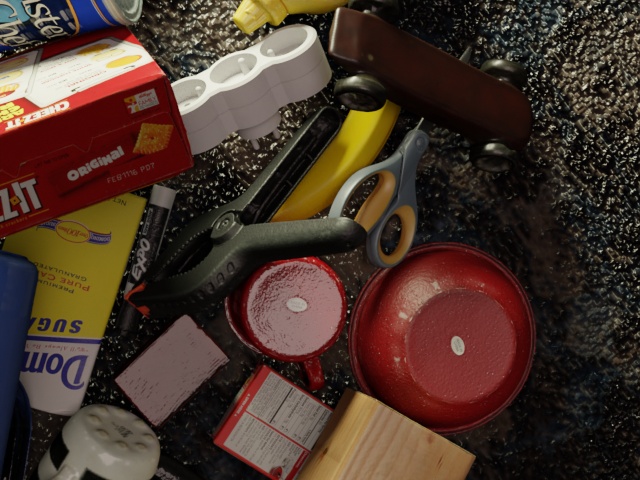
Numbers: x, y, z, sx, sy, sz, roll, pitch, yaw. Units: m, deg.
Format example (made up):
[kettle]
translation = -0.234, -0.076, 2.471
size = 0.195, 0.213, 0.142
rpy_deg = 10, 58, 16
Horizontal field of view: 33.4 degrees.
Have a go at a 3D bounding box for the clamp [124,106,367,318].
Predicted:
[clamp]
translation = -0.055, 0.001, 0.780
size = 0.210, 0.164, 0.036
rpy_deg = -37, 121, 11

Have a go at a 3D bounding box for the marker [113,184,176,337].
[marker]
translation = -0.138, 0.017, 0.834
size = 0.020, 0.020, 0.121
rpy_deg = 16, 89, -9

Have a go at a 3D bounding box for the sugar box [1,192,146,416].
[sugar box]
translation = -0.202, 0.038, 0.812
size = 0.093, 0.048, 0.176
rpy_deg = 17, 88, -10

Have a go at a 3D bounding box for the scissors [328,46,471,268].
[scissors]
translation = 0.080, -0.059, 0.864
size = 0.201, 0.016, 0.096
rpy_deg = -46, 126, -23

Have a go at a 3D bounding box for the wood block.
[wood block]
translation = 0.016, 0.224, 0.793
size = 0.090, 0.091, 0.206
rpy_deg = 31, 82, -10

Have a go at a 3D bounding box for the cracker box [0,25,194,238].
[cracker box]
translation = -0.188, -0.078, 0.725
size = 0.164, 0.214, 0.072
rpy_deg = -22, 116, -9

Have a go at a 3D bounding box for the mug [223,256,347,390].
[mug]
translation = -0.022, 0.061, 0.823
size = 0.093, 0.081, 0.117
rpy_deg = -17, 94, -9

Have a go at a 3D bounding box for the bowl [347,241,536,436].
[bowl]
translation = 0.105, 0.082, 0.858
size = 0.162, 0.055, 0.162
rpy_deg = 0, 91, -9

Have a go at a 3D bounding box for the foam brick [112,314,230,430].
[foam brick]
translation = -0.116, 0.097, 0.824
size = 0.078, 0.053, 0.051
rpy_deg = -44, 98, -7

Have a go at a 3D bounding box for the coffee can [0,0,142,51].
[coffee can]
translation = -0.210, -0.190, 0.757
size = 0.140, 0.102, 0.103
rpy_deg = -10, 93, 9

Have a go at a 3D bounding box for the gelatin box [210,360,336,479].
[gelatin box]
translation = -0.031, 0.151, 0.850
size = 0.089, 0.030, 0.073
rpy_deg = 34, 85, -9

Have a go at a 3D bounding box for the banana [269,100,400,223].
[banana]
translation = 0.021, -0.091, 0.852
size = 0.069, 0.037, 0.198
rpy_deg = 23, 86, 8
